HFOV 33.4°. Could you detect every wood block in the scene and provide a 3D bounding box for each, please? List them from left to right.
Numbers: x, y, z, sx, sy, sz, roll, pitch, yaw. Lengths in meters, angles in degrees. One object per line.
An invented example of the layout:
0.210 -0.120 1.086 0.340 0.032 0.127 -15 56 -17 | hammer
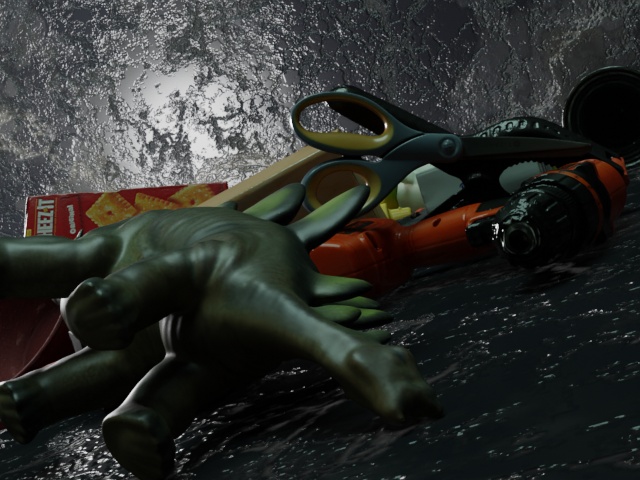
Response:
-0.055 0.002 0.865 0.206 0.090 0.091 -28 9 8 | wood block

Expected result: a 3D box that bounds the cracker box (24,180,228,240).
-0.196 0.003 1.170 0.213 0.072 0.164 -4 -24 1 | cracker box

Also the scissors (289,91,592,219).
0.073 -0.045 0.713 0.202 0.096 0.016 15 -3 1 | scissors

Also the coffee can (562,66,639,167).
0.309 -0.131 1.120 0.103 0.103 0.140 -19 4 17 | coffee can

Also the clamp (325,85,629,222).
0.110 -0.032 0.763 0.210 0.164 0.036 2 33 7 | clamp

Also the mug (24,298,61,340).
-0.245 0.067 1.075 0.081 0.117 0.093 -24 -35 3 | mug

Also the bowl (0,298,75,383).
-0.262 0.081 0.975 0.162 0.055 0.162 -26 44 28 | bowl

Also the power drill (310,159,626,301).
0.088 0.000 0.669 0.188 0.057 0.184 -15 2 29 | power drill

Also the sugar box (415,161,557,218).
0.145 -0.042 0.870 0.093 0.048 0.176 -20 -6 18 | sugar box
